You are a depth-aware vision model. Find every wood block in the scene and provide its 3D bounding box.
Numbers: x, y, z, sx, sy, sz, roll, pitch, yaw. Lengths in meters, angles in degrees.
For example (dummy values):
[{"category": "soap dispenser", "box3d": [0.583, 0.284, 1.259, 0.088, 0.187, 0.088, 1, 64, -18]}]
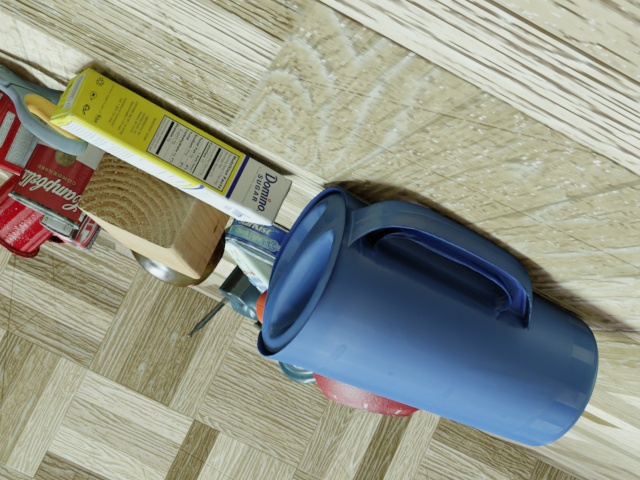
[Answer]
[{"category": "wood block", "box3d": [-0.144, -0.032, 0.989, 0.090, 0.091, 0.206, 25, 172, 4]}]

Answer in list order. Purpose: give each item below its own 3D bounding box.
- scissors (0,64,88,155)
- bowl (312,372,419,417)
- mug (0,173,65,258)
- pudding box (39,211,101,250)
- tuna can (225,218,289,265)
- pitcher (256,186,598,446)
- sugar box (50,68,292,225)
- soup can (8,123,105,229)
[{"category": "scissors", "box3d": [-0.250, -0.135, 0.904, 0.202, 0.016, 0.096, 42, -153, 25]}, {"category": "bowl", "box3d": [0.055, 0.147, 1.122, 0.162, 0.055, 0.162, 13, 179, 0]}, {"category": "mug", "box3d": [-0.332, -0.034, 1.259, 0.117, 0.082, 0.093, 37, -160, -40]}, {"category": "pudding box", "box3d": [-0.220, -0.050, 1.030, 0.039, 0.113, 0.090, 25, 172, 1]}, {"category": "tuna can", "box3d": [-0.057, 0.001, 1.136, 0.086, 0.033, 0.086, 25, 172, 4]}, {"category": "pitcher", "box3d": [0.088, 0.061, 0.790, 0.242, 0.145, 0.149, 24, -176, -18]}, {"category": "sugar box", "box3d": [-0.116, -0.070, 0.827, 0.176, 0.048, 0.093, 26, 175, -21]}, {"category": "soup can", "box3d": [-0.223, -0.070, 0.952, 0.068, 0.102, 0.068, 25, 172, 4]}]
